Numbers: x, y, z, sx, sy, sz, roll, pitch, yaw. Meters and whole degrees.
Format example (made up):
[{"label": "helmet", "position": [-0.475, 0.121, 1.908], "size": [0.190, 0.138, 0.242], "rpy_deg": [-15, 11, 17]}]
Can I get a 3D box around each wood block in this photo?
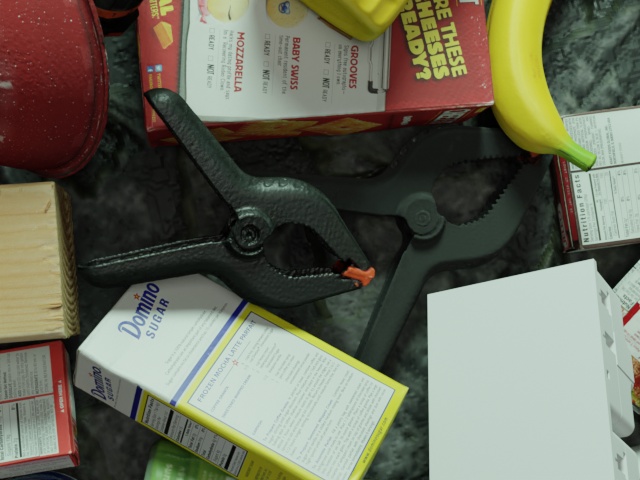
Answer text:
[{"label": "wood block", "position": [-0.252, 0.020, 0.625], "size": [0.206, 0.090, 0.091], "rpy_deg": [-4, 87, -7]}]

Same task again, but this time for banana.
[{"label": "banana", "position": [0.140, -0.134, 0.692], "size": [0.069, 0.037, 0.198], "rpy_deg": [8, 69, -8]}]

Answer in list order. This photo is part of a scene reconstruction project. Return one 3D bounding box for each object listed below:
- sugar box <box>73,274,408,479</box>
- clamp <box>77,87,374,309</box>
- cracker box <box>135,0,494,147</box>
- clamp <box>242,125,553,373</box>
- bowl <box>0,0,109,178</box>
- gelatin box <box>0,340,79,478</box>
[{"label": "sugar box", "position": [-0.047, 0.087, 0.632], "size": [0.176, 0.048, 0.093], "rpy_deg": [27, 47, 9]}, {"label": "clamp", "position": [-0.054, 0.001, 0.630], "size": [0.171, 0.039, 0.120], "rpy_deg": [30, 98, -14]}, {"label": "cracker box", "position": [-0.010, -0.150, 0.673], "size": [0.213, 0.072, 0.164], "rpy_deg": [-5, 87, -8]}, {"label": "clamp", "position": [0.062, -0.002, 0.687], "size": [0.210, 0.036, 0.164], "rpy_deg": [-23, 94, -7]}, {"label": "bowl", "position": [-0.191, -0.106, 0.604], "size": [0.055, 0.162, 0.162], "rpy_deg": [-26, 89, -43]}, {"label": "gelatin box", "position": [-0.194, 0.105, 0.643], "size": [0.089, 0.030, 0.073], "rpy_deg": [-9, 63, -6]}]
